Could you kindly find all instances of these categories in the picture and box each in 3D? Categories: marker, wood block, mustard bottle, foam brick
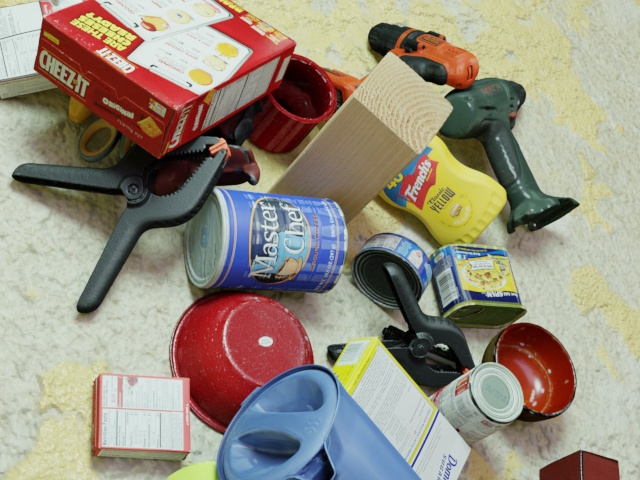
[{"bbox_3d":[0.122,0.122,1.191,0.121,0.020,0.020,23,54,-17],"label":"marker"},{"bbox_3d":[0.038,-0.093,1.145,0.091,0.206,0.090,41,51,-4],"label":"wood block"},{"bbox_3d":[0.118,-0.075,1.255,0.191,0.096,0.058,37,22,-5],"label":"mustard bottle"},{"bbox_3d":[0.281,0.268,1.162,0.053,0.078,0.051,18,56,-18],"label":"foam brick"}]

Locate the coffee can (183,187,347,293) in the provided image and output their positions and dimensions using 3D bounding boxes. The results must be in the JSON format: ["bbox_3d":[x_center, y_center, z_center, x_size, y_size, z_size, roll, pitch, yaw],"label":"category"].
[{"bbox_3d":[-0.057,0.001,1.102,0.140,0.103,0.103,4,61,-28],"label":"coffee can"}]

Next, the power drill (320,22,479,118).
[{"bbox_3d":[0.069,-0.209,1.293,0.187,0.057,0.185,-27,36,-27],"label":"power drill"}]

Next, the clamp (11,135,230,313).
[{"bbox_3d":[-0.189,-0.050,1.043,0.210,0.036,0.164,-35,79,-5],"label":"clamp"}]

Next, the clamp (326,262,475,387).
[{"bbox_3d":[0.103,0.099,1.148,0.171,0.120,0.039,21,16,-23],"label":"clamp"}]

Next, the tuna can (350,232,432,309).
[{"bbox_3d":[0.079,0.033,1.174,0.086,0.086,0.033,40,49,-4],"label":"tuna can"}]

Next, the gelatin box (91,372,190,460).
[{"bbox_3d":[-0.166,0.164,0.989,0.089,0.030,0.073,6,60,-21],"label":"gelatin box"}]

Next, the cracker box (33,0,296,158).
[{"bbox_3d":[-0.151,-0.183,1.065,0.164,0.072,0.213,35,40,13],"label":"cracker box"}]

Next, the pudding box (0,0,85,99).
[{"bbox_3d":[-0.289,-0.202,1.106,0.113,0.039,0.090,-14,70,-10],"label":"pudding box"}]

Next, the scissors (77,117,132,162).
[{"bbox_3d":[-0.209,-0.151,1.136,0.096,0.016,0.202,-14,50,7],"label":"scissors"}]

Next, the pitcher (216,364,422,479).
[{"bbox_3d":[0.025,0.231,0.973,0.242,0.145,0.149,49,35,-27],"label":"pitcher"}]

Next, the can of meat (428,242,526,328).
[{"bbox_3d":[0.181,0.052,1.242,0.101,0.058,0.084,5,59,-29],"label":"can of meat"}]

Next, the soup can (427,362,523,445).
[{"bbox_3d":[0.158,0.177,1.126,0.068,0.102,0.068,14,57,-23],"label":"soup can"}]

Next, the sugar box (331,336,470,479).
[{"bbox_3d":[0.073,0.188,1.061,0.176,0.048,0.093,53,51,-24],"label":"sugar box"}]

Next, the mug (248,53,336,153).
[{"bbox_3d":[-0.051,-0.158,1.212,0.117,0.082,0.093,31,52,-12],"label":"mug"}]

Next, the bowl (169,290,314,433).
[{"bbox_3d":[-0.066,0.113,1.064,0.161,0.055,0.162,15,56,-23],"label":"bowl"}]
